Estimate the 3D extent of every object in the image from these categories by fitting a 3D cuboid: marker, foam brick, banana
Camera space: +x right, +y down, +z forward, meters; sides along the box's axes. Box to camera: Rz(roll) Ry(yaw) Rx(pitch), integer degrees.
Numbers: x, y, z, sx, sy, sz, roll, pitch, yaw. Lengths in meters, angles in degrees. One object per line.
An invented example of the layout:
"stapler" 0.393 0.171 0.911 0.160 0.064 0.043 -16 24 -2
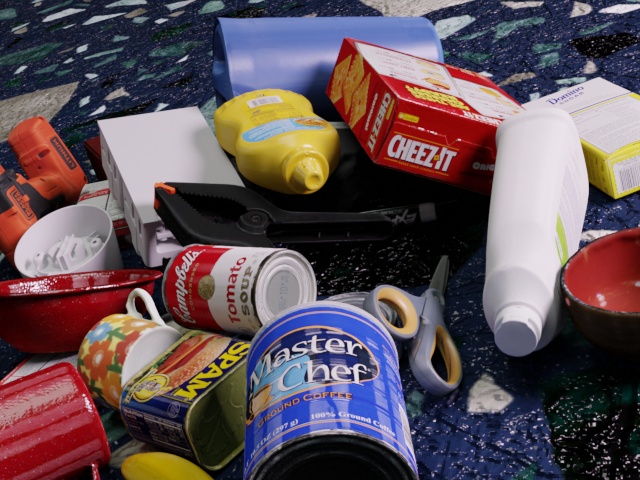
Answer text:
"marker" 0.074 -0.022 0.972 0.121 0.020 0.020 -9 28 15
"foam brick" -0.235 -0.092 1.242 0.051 0.053 0.078 -26 29 -17
"banana" -0.082 0.180 0.655 0.069 0.037 0.198 -19 27 -7

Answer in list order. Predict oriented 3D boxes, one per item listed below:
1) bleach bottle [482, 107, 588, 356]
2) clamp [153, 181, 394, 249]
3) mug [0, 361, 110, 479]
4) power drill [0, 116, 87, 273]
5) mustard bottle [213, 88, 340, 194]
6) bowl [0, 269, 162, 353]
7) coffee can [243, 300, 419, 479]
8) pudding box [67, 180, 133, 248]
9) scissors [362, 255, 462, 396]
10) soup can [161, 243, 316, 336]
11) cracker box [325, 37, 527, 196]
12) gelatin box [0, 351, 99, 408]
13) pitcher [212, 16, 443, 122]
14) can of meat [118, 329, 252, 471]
"bleach bottle" 0.157 -0.004 0.797 0.068 0.102 0.250 -11 26 23
"clamp" -0.056 0.001 0.917 0.210 0.036 0.164 17 37 10
"mug" -0.194 0.145 0.743 0.081 0.093 0.117 -22 58 -22
"power drill" -0.327 -0.071 1.131 0.057 0.184 0.187 -26 16 16
"mustard bottle" -0.034 -0.088 0.988 0.096 0.058 0.192 -11 26 -14
"bowl" -0.212 0.060 0.900 0.162 0.055 0.162 -4 4 0
"coffee can" 0.004 0.116 0.656 0.103 0.103 0.140 -14 27 5
"pudding box" -0.212 -0.030 1.127 0.090 0.039 0.113 -12 30 4
"scissors" 0.070 0.039 0.796 0.016 0.096 0.201 -43 21 23
"soup can" -0.061 0.038 0.808 0.102 0.068 0.068 2 32 42
"cracker box" 0.108 -0.115 1.003 0.164 0.072 0.214 13 21 -17
"gelatin box" -0.213 0.121 0.850 0.089 0.030 0.073 -1 29 29
"pitcher" 0.002 -0.189 1.167 0.242 0.149 0.145 -6 -4 -12
"can of meat" -0.082 0.110 0.767 0.084 0.057 0.101 6 34 43
